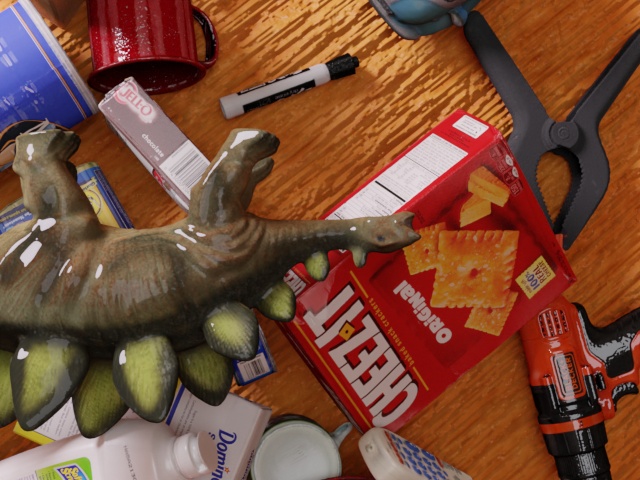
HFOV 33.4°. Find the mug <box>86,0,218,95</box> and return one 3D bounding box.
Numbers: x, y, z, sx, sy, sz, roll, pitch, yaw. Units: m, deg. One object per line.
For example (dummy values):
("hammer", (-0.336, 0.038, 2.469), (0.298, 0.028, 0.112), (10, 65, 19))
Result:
("mug", (-0.131, -0.166, 0.845), (0.117, 0.093, 0.081), (-1, 80, -38))

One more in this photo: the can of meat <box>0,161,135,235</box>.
("can of meat", (-0.196, -0.002, 0.835), (0.102, 0.057, 0.084), (-30, 88, -9))

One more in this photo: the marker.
("marker", (-0.024, -0.129, 0.883), (0.121, 0.020, 0.020), (-21, 89, -8))

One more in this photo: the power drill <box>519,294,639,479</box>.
("power drill", (0.266, 0.118, 0.880), (0.187, 0.057, 0.184), (-14, 88, -8))

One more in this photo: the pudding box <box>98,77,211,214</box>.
("pudding box", (-0.121, -0.068, 0.832), (0.039, 0.090, 0.113), (-41, 92, -6))

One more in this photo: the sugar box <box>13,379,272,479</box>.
("sugar box", (-0.135, 0.138, 0.814), (0.176, 0.048, 0.093), (22, 85, 11))

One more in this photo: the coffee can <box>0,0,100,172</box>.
("coffee can", (-0.254, -0.105, 0.812), (0.140, 0.103, 0.103), (-34, 90, -8))

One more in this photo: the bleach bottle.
("bleach bottle", (-0.186, 0.197, 0.770), (0.251, 0.068, 0.102), (-22, 88, 16))

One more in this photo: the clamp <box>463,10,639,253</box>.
("clamp", (0.188, -0.093, 0.896), (0.164, 0.036, 0.210), (10, 85, -7))

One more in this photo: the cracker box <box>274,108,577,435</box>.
("cracker box", (0.076, 0.031, 0.820), (0.213, 0.072, 0.164), (-39, 123, -8))

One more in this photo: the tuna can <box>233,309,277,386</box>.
("tuna can", (-0.065, 0.069, 0.830), (0.033, 0.086, 0.086), (-23, 89, -7))
